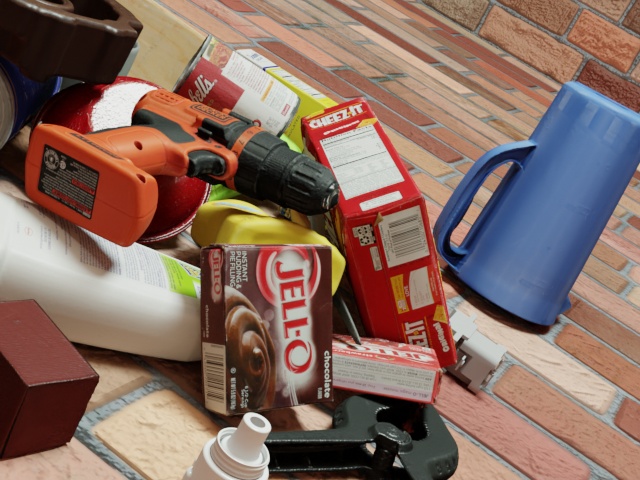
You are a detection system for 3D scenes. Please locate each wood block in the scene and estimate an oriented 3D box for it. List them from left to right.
[{"bbox_3d":[-0.188,-0.212,1.176,0.206,0.090,0.090,39,4,28],"label":"wood block"}]

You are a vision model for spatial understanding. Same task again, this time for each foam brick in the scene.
[{"bbox_3d":[-0.174,0.077,0.613,0.078,0.053,0.051,42,25,31],"label":"foam brick"}]

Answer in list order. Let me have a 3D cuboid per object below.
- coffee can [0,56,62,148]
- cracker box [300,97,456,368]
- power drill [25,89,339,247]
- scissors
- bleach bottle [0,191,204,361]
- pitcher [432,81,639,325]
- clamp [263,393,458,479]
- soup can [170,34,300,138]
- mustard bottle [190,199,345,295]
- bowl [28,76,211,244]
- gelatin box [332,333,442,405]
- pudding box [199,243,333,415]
[{"bbox_3d":[-0.283,-0.130,0.886,0.102,0.103,0.140,26,21,-6],"label":"coffee can"},{"bbox_3d":[0.046,-0.006,0.923,0.072,0.164,0.214,-17,30,-3],"label":"cracker box"},{"bbox_3d":[-0.099,-0.050,0.761,0.185,0.057,0.187,24,24,23],"label":"power drill"},{"bbox_3d":[-0.002,0.039,0.891,0.016,0.096,0.202,3,43,-18],"label":"scissors"},{"bbox_3d":[-0.123,0.043,0.742,0.250,0.068,0.102,20,23,-25],"label":"bleach bottle"},{"bbox_3d":[0.239,-0.045,1.132,0.145,0.243,0.149,35,16,26],"label":"pitcher"},{"bbox_3d":[0.051,0.152,0.727,0.165,0.036,0.209,27,17,20],"label":"clamp"},{"bbox_3d":[-0.078,-0.131,0.974,0.102,0.069,0.068,33,20,-14],"label":"soup can"},{"bbox_3d":[-0.056,0.002,0.876,0.096,0.058,0.192,18,2,-22],"label":"mustard bottle"},{"bbox_3d":[-0.156,-0.080,0.887,0.162,0.055,0.162,14,57,-22],"label":"bowl"},{"bbox_3d":[0.046,0.096,0.812,0.089,0.030,0.073,9,6,2],"label":"gelatin box"},{"bbox_3d":[-0.036,0.058,0.731,0.089,0.113,0.039,-1,3,-36],"label":"pudding box"}]
